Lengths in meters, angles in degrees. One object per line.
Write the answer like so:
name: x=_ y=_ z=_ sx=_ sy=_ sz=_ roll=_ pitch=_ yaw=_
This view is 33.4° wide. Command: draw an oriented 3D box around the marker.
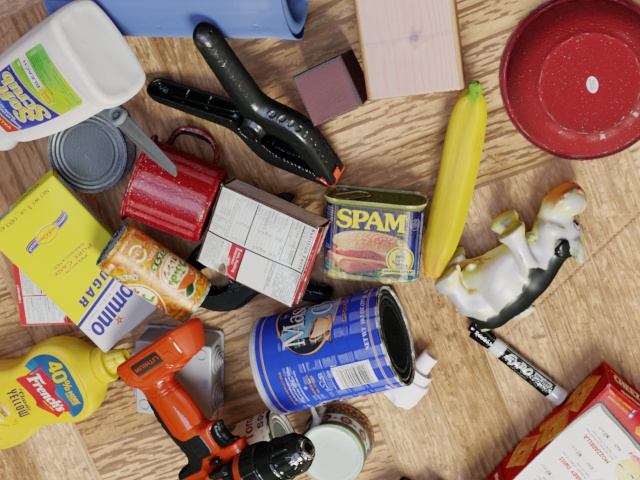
marker: x=0.200 y=0.125 z=1.093 sx=0.121 sy=0.020 sz=0.020 roll=38 pitch=108 yaw=-2

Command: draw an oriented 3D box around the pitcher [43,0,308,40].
pitcher: x=-0.135 y=-0.256 z=0.988 sx=0.243 sy=0.145 sz=0.149 roll=0 pitch=108 yaw=13

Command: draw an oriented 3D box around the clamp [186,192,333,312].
clamp: x=-0.080 y=0.019 z=1.104 sx=0.171 sy=0.039 sz=0.120 roll=-10 pitch=99 yaw=13

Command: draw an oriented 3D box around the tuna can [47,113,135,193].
tuna can: x=-0.236 y=-0.094 z=1.103 sx=0.086 sy=0.033 sz=0.086 roll=3 pitch=106 yaw=9

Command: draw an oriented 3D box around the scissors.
scissors: x=-0.194 y=-0.142 z=1.049 sx=0.202 sy=0.016 sz=0.096 roll=26 pitch=88 yaw=27

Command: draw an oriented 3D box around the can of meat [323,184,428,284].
can of meat: x=0.053 y=-0.006 z=1.065 sx=0.102 sy=0.057 sz=0.084 roll=6 pitch=108 yaw=9

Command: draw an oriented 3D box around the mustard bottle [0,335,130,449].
mustard bottle: x=-0.292 y=0.157 z=1.166 sx=0.192 sy=0.058 sz=0.096 roll=-22 pitch=102 yaw=16

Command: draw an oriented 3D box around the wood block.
wood block: x=0.076 y=-0.240 z=0.979 sx=0.091 sy=0.090 sz=0.206 roll=-6 pitch=104 yaw=10

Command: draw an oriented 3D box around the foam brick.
foam brick: x=0.013 y=-0.147 z=1.022 sx=0.051 sy=0.078 sz=0.053 roll=-23 pitch=98 yaw=15

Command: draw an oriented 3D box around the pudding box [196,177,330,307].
pudding box: x=-0.057 y=0.001 z=1.051 sx=0.113 sy=0.039 sz=0.090 roll=24 pitch=108 yaw=12

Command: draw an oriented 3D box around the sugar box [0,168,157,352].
sugar box: x=-0.248 y=0.022 z=1.099 sx=0.093 sy=0.048 sz=0.176 roll=-42 pitch=108 yaw=-1

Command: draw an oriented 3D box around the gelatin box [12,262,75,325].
gelatin box: x=-0.282 y=0.053 z=1.154 sx=0.089 sy=0.030 sz=0.073 roll=-3 pitch=104 yaw=8

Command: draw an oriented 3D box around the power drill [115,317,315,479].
power drill: x=-0.108 y=0.175 z=1.057 sx=0.185 sy=0.057 sz=0.187 roll=-32 pitch=87 yaw=35

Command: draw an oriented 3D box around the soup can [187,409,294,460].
soup can: x=-0.082 y=0.229 z=1.146 sx=0.102 sy=0.068 sz=0.068 roll=-26 pitch=99 yaw=15

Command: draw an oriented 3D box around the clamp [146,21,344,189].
clamp: x=-0.070 y=-0.119 z=1.042 sx=0.209 sy=0.165 sz=0.036 roll=38 pitch=66 yaw=-20

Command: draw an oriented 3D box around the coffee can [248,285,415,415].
coffee can: x=0.012 y=0.111 z=1.072 sx=0.140 sy=0.102 sz=0.103 roll=-16 pitch=102 yaw=19

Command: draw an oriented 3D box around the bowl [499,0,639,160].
bowl: x=0.248 y=-0.149 z=0.992 sx=0.162 sy=0.055 sz=0.162 roll=3 pitch=106 yaw=9

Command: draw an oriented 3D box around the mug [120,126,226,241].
mug: x=-0.141 y=-0.060 z=1.076 sx=0.081 sy=0.093 sz=0.117 roll=22 pitch=71 yaw=-1

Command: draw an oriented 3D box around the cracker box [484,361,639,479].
cracker box: x=0.279 y=0.256 z=1.088 sx=0.164 sy=0.072 sz=0.214 roll=40 pitch=109 yaw=-2

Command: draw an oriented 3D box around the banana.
banana: x=0.129 y=-0.064 z=1.029 sx=0.037 sy=0.069 sz=0.198 roll=16 pitch=111 yaw=21

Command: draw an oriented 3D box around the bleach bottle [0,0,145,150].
bleach bottle: x=-0.276 y=-0.139 z=1.036 sx=0.251 sy=0.068 sz=0.102 roll=-21 pitch=106 yaw=46
